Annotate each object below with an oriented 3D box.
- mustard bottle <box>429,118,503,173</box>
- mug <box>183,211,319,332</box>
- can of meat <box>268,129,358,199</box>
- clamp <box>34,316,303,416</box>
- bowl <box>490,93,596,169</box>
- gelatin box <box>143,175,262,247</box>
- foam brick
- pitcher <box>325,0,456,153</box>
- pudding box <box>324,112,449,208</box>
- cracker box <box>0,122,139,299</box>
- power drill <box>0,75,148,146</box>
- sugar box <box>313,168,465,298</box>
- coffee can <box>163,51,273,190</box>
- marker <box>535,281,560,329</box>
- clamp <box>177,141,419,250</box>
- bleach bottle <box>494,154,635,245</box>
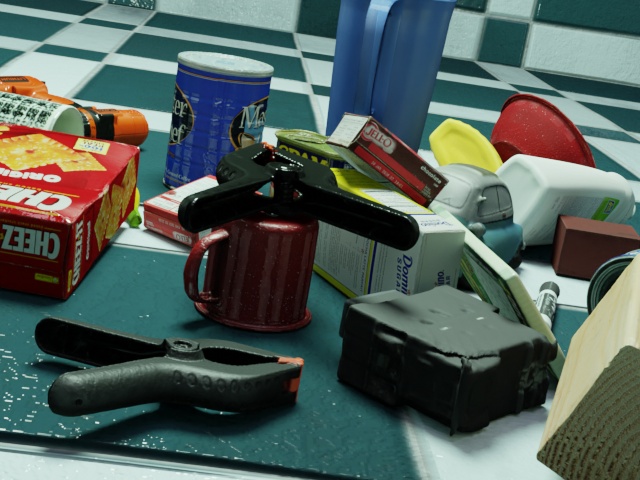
[{"bbox_3d":[0.189,-0.073,1.226,0.096,0.058,0.191,48,9,24],"label":"mustard bottle"},{"bbox_3d":[-0.055,0.016,0.815,0.117,0.081,0.093,-5,22,-41],"label":"mug"},{"bbox_3d":[-0.005,-0.062,1.100,0.102,0.084,0.057,23,21,37],"label":"can of meat"},{"bbox_3d":[-0.091,0.083,0.650,0.171,0.039,0.120,6,18,-11],"label":"clamp"},{"bbox_3d":[0.255,-0.094,1.286,0.055,0.162,0.162,-34,35,-19],"label":"bowl"},{"bbox_3d":[-0.109,-0.027,0.992,0.073,0.030,0.089,20,33,37],"label":"gelatin box"},{"bbox_3d":[0.276,0.010,1.075,0.078,0.051,0.053,10,17,2],"label":"foam brick"},{"bbox_3d":[0.069,-0.177,1.244,0.149,0.243,0.145,-1,20,-32],"label":"pitcher"},{"bbox_3d":[0.056,-0.072,0.945,0.090,0.039,0.113,39,-2,-13],"label":"pudding box"},{"bbox_3d":[-0.254,-0.035,0.880,0.164,0.072,0.213,9,20,1],"label":"cracker box"},{"bbox_3d":[-0.323,-0.145,1.253,0.188,0.057,0.184,22,17,29],"label":"power drill"},{"bbox_3d":[0.050,0.007,0.885,0.048,0.093,0.176,-3,21,-30],"label":"sugar box"},{"bbox_3d":[-0.111,-0.124,1.150,0.103,0.140,0.103,9,17,-3],"label":"coffee can"},{"bbox_3d":[0.194,0.059,0.924,0.020,0.020,0.121,13,17,13],"label":"marker"},{"bbox_3d":[-0.018,-0.036,0.795,0.164,0.036,0.210,8,16,-6],"label":"clamp"},{"bbox_3d":[0.273,-0.035,1.178,0.250,0.103,0.068,3,42,-48],"label":"bleach bottle"}]
